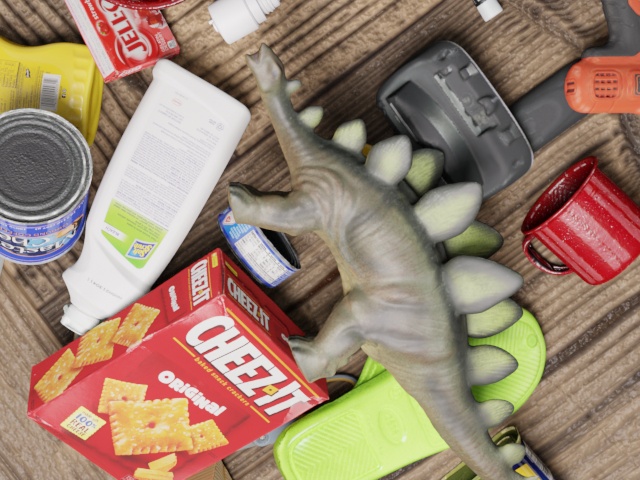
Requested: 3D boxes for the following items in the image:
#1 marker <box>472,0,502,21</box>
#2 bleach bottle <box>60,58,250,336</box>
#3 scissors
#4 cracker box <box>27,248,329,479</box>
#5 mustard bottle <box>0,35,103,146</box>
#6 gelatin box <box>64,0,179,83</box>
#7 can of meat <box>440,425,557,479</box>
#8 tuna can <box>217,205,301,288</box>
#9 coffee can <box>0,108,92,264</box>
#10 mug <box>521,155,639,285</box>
[{"bbox_3d":[0.125,-0.254,0.967,0.020,0.020,0.121,-33,93,7],"label":"marker"},{"bbox_3d":[-0.165,-0.032,0.967,0.102,0.068,0.251,30,86,-1],"label":"bleach bottle"},{"bbox_3d":[-0.039,0.201,1.032,0.202,0.016,0.096,-33,93,7],"label":"scissors"},{"bbox_3d":[-0.125,0.127,0.950,0.214,0.072,0.164,-31,126,16],"label":"cracker box"},{"bbox_3d":[-0.302,-0.144,0.992,0.191,0.058,0.096,8,95,3],"label":"mustard bottle"},{"bbox_3d":[-0.180,-0.197,0.972,0.073,0.030,0.089,-29,94,-36],"label":"gelatin box"},{"bbox_3d":[0.172,0.240,1.000,0.102,0.057,0.084,-41,94,8],"label":"can of meat"},{"bbox_3d":[-0.056,0.001,0.976,0.034,0.086,0.086,-36,93,9],"label":"tuna can"},{"bbox_3d":[-0.256,-0.044,0.944,0.102,0.140,0.103,4,74,-14],"label":"coffee can"},{"bbox_3d":[0.233,-0.008,0.959,0.081,0.093,0.117,42,128,-6],"label":"mug"}]
